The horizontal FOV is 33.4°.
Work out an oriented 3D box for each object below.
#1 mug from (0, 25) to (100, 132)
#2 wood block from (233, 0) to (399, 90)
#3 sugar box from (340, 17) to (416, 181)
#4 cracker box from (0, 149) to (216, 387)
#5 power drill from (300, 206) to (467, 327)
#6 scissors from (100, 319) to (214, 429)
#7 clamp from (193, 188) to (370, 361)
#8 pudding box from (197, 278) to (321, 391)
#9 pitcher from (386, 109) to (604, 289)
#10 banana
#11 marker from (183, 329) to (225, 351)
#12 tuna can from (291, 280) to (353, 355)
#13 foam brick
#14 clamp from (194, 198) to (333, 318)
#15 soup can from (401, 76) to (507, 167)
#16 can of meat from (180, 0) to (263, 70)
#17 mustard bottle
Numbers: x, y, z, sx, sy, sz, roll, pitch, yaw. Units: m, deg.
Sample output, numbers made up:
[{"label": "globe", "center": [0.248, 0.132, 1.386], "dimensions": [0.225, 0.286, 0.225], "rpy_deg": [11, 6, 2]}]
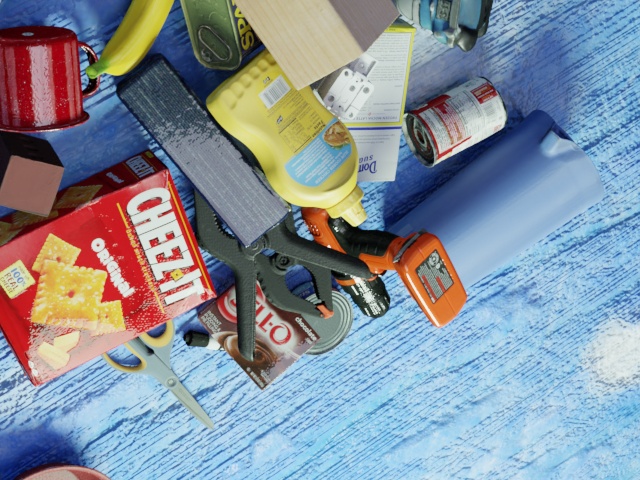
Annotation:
[{"label": "mug", "center": [-0.252, -0.152, 0.981], "dimensions": [0.117, 0.093, 0.081], "rpy_deg": [-19, 118, -41]}, {"label": "wood block", "center": [-0.032, -0.254, 0.965], "dimensions": [0.206, 0.090, 0.090], "rpy_deg": [53, 44, -16]}, {"label": "sugar box", "center": [0.044, -0.152, 1.159], "dimensions": [0.093, 0.048, 0.176], "rpy_deg": [-2, 117, -22]}, {"label": "cracker box", "center": [-0.232, 0.029, 1.084], "dimensions": [0.213, 0.072, 0.164], "rpy_deg": [-26, 122, -15]}, {"label": "power drill", "center": [0.072, 0.036, 1.181], "dimensions": [0.057, 0.188, 0.184], "rpy_deg": [-46, 125, -20]}, {"label": "scissors", "center": [-0.164, 0.139, 1.208], "dimensions": [0.201, 0.016, 0.096], "rpy_deg": [37, 93, -36]}, {"label": "clamp", "center": [-0.057, 0.001, 1.123], "dimensions": [0.164, 0.036, 0.210], "rpy_deg": [-29, 94, 4]}, {"label": "pudding box", "center": [-0.069, 0.097, 1.196], "dimensions": [0.090, 0.039, 0.113], "rpy_deg": [-42, 96, -4]}, {"label": "pitcher", "center": [0.201, -0.029, 1.263], "dimensions": [0.243, 0.145, 0.149], "rpy_deg": [-36, 113, -4]}, {"label": "banana", "center": [-0.158, -0.232, 1.003], "dimensions": [0.037, 0.069, 0.198], "rpy_deg": [26, 90, -1]}, {"label": "marker", "center": [-0.103, 0.120, 1.229], "dimensions": [0.120, 0.020, 0.020], "rpy_deg": [13, 106, -32]}, {"label": "tuna can", "center": [-0.006, 0.091, 1.258], "dimensions": [0.086, 0.034, 0.086], "rpy_deg": [-12, 118, -23]}, {"label": "foam brick", "center": [-0.282, -0.065, 1.009], "dimensions": [0.052, 0.078, 0.051], "rpy_deg": [15, 107, -32]}, {"label": "clamp", "center": [-0.054, 0.022, 1.164], "dimensions": [0.120, 0.039, 0.171], "rpy_deg": [-31, 93, 0]}, {"label": "soup can", "center": [0.152, -0.136, 1.211], "dimensions": [0.102, 0.069, 0.068], "rpy_deg": [-28, 123, -14]}, {"label": "can of meat", "center": [-0.084, -0.228, 1.029], "dimensions": [0.083, 0.058, 0.102], "rpy_deg": [-46, 134, -43]}, {"label": "mustard bottle", "center": [-0.018, -0.092, 1.041], "dimensions": [0.096, 0.058, 0.191], "rpy_deg": [-46, 105, -27]}]
